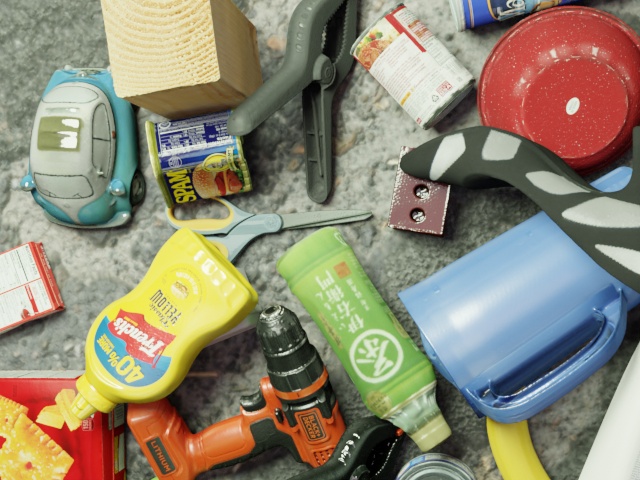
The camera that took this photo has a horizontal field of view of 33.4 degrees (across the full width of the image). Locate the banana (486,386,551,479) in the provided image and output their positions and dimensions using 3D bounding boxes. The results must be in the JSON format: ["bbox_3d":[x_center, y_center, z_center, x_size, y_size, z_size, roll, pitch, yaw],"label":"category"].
[{"bbox_3d":[0.199,0.204,0.992,0.069,0.037,0.198,-18,88,7],"label":"banana"}]

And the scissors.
[{"bbox_3d":[-0.057,0.001,1.036,0.202,0.016,0.096,10,88,8],"label":"scissors"}]

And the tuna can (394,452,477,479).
[{"bbox_3d":[0.109,0.246,1.005,0.086,0.033,0.086,0,90,8],"label":"tuna can"}]

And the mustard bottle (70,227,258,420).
[{"bbox_3d":[-0.151,0.086,0.948,0.191,0.058,0.096,-46,72,4],"label":"mustard bottle"}]

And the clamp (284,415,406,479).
[{"bbox_3d":[0.019,0.212,0.964,0.039,0.120,0.171,16,54,32],"label":"clamp"}]

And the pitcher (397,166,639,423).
[{"bbox_3d":[0.204,0.047,0.942,0.243,0.145,0.149,-33,82,3],"label":"pitcher"}]

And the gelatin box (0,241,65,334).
[{"bbox_3d":[-0.309,0.050,1.063,0.089,0.030,0.073,-22,86,7],"label":"gelatin box"}]

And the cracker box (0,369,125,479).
[{"bbox_3d":[-0.301,0.211,1.041,0.214,0.072,0.164,-1,89,8],"label":"cracker box"}]

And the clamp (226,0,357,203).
[{"bbox_3d":[-0.005,-0.147,0.992,0.036,0.164,0.210,11,69,31],"label":"clamp"}]

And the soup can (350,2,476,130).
[{"bbox_3d":[0.087,-0.161,0.992,0.068,0.068,0.102,-43,85,5],"label":"soup can"}]

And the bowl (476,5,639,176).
[{"bbox_3d":[0.223,-0.124,0.953,0.162,0.055,0.162,1,111,4],"label":"bowl"}]

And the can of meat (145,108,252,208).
[{"bbox_3d":[-0.112,-0.077,0.997,0.084,0.102,0.057,-11,68,-2],"label":"can of meat"}]

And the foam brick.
[{"bbox_3d":[0.095,-0.045,0.998,0.053,0.051,0.078,9,91,8],"label":"foam brick"}]

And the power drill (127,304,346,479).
[{"bbox_3d":[-0.079,0.154,0.988,0.188,0.057,0.184,-15,117,11],"label":"power drill"}]

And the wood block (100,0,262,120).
[{"bbox_3d":[-0.115,-0.163,0.948,0.090,0.206,0.091,-9,89,7],"label":"wood block"}]

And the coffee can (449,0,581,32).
[{"bbox_3d":[0.181,-0.255,0.961,0.140,0.102,0.103,-13,88,7],"label":"coffee can"}]
